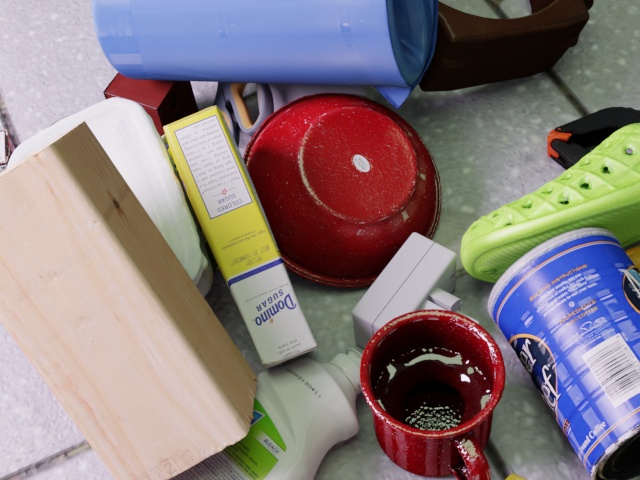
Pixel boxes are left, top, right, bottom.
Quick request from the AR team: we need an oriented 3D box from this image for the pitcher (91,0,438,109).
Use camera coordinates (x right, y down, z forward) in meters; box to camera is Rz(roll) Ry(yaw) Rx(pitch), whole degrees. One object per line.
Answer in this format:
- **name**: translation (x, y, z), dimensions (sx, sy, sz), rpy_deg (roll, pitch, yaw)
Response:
- **pitcher**: translation (-0.042, -0.186, 0.782), dimensions (0.243, 0.145, 0.149), rpy_deg (2, 73, 21)

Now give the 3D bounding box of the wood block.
- **wood block**: translation (-0.132, 0.041, 0.662), dimensions (0.090, 0.206, 0.091), rpy_deg (-30, 13, 8)

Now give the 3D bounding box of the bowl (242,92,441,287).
- **bowl**: translation (0.022, -0.048, 0.807), dimensions (0.162, 0.055, 0.162), rpy_deg (4, 72, -11)

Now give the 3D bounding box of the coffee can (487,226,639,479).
- **coffee can**: translation (0.189, 0.076, 0.708), dimensions (0.102, 0.103, 0.140), rpy_deg (-22, 56, -9)

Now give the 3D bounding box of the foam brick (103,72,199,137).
- **foam brick**: translation (-0.137, -0.108, 0.888), dimensions (0.051, 0.078, 0.053), rpy_deg (17, 58, 19)

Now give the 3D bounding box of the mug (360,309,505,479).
- **mug**: translation (0.080, 0.114, 0.706), dimensions (0.093, 0.081, 0.117), rpy_deg (-24, 56, -11)

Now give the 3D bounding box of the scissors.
- **scissors**: translation (-0.089, -0.133, 0.920), dimensions (0.016, 0.096, 0.202), rpy_deg (18, 23, -34)

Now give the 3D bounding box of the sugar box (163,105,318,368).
- **sugar box**: translation (-0.055, 0.001, 0.747), dimensions (0.048, 0.093, 0.176), rpy_deg (-20, 86, -3)

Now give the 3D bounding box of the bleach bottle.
- **bleach bottle**: translation (-0.055, 0.164, 0.700), dimensions (0.250, 0.068, 0.103), rpy_deg (-39, 59, -22)
